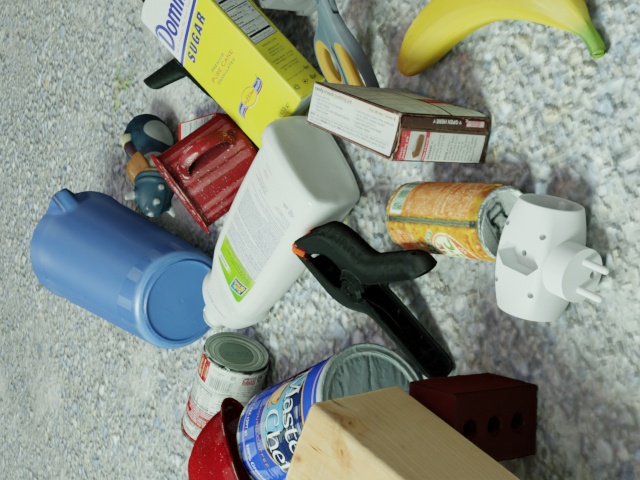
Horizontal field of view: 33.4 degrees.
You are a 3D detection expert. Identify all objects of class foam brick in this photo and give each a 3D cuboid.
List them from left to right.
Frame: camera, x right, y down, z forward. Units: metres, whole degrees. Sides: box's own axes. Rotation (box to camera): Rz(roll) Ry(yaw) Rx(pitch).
[{"bbox_3d":[0.107,0.125,0.753,0.051,0.078,0.053,9,99,57],"label":"foam brick"}]

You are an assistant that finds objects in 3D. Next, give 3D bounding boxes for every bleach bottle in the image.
[{"bbox_3d":[-0.057,0.001,0.995,0.102,0.067,0.251,62,140,22],"label":"bleach bottle"}]

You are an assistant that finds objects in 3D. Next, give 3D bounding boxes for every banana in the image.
[{"bbox_3d":[0.116,-0.157,0.754,0.198,0.037,0.069,7,97,55],"label":"banana"}]

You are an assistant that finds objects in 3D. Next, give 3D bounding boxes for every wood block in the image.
[{"bbox_3d":[0.079,0.187,0.661,0.206,0.090,0.090,34,115,37],"label":"wood block"}]

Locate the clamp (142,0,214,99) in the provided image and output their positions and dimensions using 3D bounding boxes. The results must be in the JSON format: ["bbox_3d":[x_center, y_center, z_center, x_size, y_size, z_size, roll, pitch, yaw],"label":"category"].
[{"bbox_3d":[-0.134,-0.204,1.074,0.210,0.036,0.164,26,142,42],"label":"clamp"}]

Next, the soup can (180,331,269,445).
[{"bbox_3d":[-0.095,0.150,1.058,0.069,0.068,0.102,46,128,44],"label":"soup can"}]

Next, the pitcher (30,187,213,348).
[{"bbox_3d":[-0.207,0.041,1.179,0.243,0.149,0.145,22,95,50],"label":"pitcher"}]

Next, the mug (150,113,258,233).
[{"bbox_3d":[-0.103,-0.071,1.006,0.093,0.081,0.117,51,172,17],"label":"mug"}]

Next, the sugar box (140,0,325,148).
[{"bbox_3d":[-0.082,-0.174,0.964,0.176,0.048,0.093,45,142,3],"label":"sugar box"}]

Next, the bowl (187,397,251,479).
[{"bbox_3d":[-0.075,0.225,0.961,0.162,0.055,0.162,-25,-90,-84],"label":"bowl"}]

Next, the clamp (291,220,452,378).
[{"bbox_3d":[0.038,0.025,0.832,0.172,0.039,0.120,35,142,35],"label":"clamp"}]

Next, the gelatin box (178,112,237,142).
[{"bbox_3d":[-0.115,-0.090,1.105,0.089,0.030,0.073,-5,87,56],"label":"gelatin box"}]

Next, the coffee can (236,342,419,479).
[{"bbox_3d":[0.008,0.152,0.877,0.141,0.102,0.103,-34,64,52],"label":"coffee can"}]

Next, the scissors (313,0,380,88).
[{"bbox_3d":[-0.003,-0.193,0.869,0.201,0.016,0.096,63,165,-16],"label":"scissors"}]

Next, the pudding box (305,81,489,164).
[{"bbox_3d":[0.057,-0.089,0.800,0.114,0.089,0.039,28,114,51],"label":"pudding box"}]
